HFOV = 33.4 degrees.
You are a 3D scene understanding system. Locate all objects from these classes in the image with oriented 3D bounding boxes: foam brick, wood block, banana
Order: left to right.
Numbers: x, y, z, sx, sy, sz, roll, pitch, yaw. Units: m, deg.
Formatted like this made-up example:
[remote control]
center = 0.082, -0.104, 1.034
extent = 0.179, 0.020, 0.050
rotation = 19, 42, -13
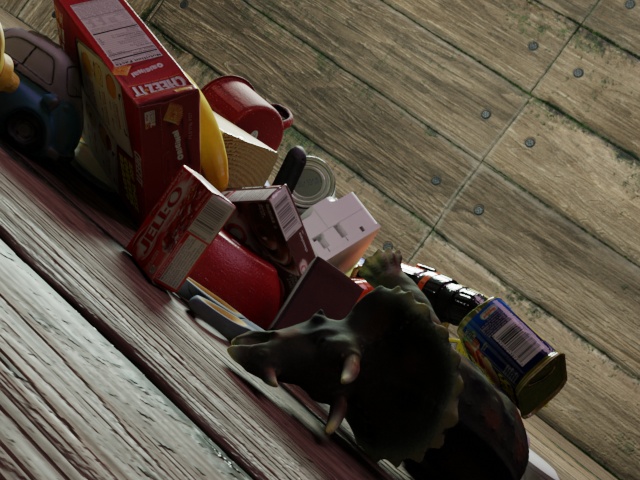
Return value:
[wood block]
center = -0.154, -0.107, 1.192
extent = 0.090, 0.091, 0.206
rotation = 17, 13, -47
[banana]
center = -0.139, -0.130, 1.100
extent = 0.198, 0.037, 0.070
rotation = 50, -34, 40
[foam brick]
center = -0.005, 0.062, 0.951
extent = 0.051, 0.078, 0.053
rotation = 33, -12, -3

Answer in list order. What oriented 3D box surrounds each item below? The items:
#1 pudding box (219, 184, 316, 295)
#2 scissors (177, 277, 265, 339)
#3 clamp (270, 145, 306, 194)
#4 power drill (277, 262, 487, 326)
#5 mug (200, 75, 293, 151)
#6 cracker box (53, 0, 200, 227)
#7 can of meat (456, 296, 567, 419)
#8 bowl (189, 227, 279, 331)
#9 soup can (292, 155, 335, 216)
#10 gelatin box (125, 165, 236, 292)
[pudding box]
center = -0.057, 0.001, 1.064
extent = 0.090, 0.039, 0.113
rotation = -2, -62, 37
[scissors]
center = -0.045, 0.089, 0.898
extent = 0.201, 0.016, 0.096
rotation = 36, 2, -13
[clamp]
center = -0.073, -0.026, 1.192
extent = 0.039, 0.171, 0.120
rotation = 8, 4, -42
[power drill]
center = 0.062, 0.067, 1.131
extent = 0.187, 0.057, 0.185
rotation = -7, 16, -39
[mug]
center = -0.087, -0.141, 1.276
extent = 0.117, 0.093, 0.082
rotation = -12, 36, -31
[cracker box]
center = -0.192, -0.136, 1.073
extent = 0.214, 0.072, 0.164
rotation = 50, -30, 37
[can of meat]
center = 0.176, 0.106, 0.980
extent = 0.084, 0.057, 0.102
rotation = 46, -7, 28
[bowl]
center = -0.093, 0.024, 1.005
extent = 0.162, 0.055, 0.162
rotation = 36, 2, -2
[soup can]
center = -0.017, -0.052, 1.279
extent = 0.068, 0.068, 0.102
rotation = 37, -15, 10
[gelatin box]
center = -0.117, -0.010, 0.879
extent = 0.030, 0.089, 0.073
rotation = 34, 3, -34
